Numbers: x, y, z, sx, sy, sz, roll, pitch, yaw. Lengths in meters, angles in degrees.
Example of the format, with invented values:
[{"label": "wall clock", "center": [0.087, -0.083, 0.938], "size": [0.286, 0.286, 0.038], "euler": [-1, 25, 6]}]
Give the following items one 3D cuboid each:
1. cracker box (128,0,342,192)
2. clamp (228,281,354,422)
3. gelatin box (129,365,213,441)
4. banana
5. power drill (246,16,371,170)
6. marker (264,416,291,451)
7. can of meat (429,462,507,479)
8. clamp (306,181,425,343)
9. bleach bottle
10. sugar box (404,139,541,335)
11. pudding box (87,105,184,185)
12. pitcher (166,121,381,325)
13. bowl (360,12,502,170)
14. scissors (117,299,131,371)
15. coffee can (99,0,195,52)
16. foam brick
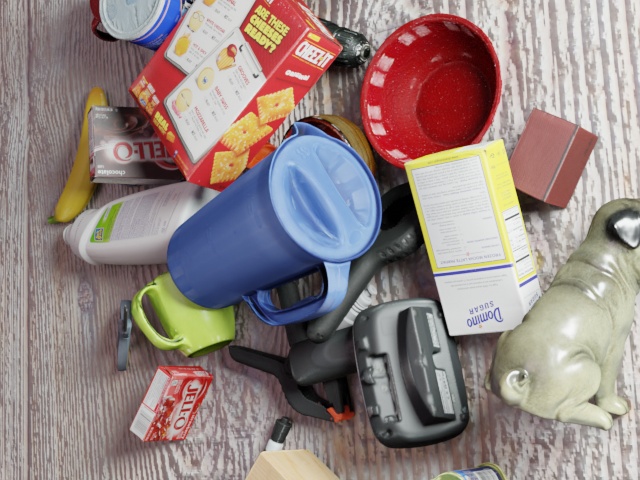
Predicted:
[{"label": "cracker box", "center": [-0.097, -0.186, 1.171], "size": [0.214, 0.072, 0.164], "euler": [-48, 55, 19]}, {"label": "clamp", "center": [-0.031, 0.138, 1.167], "size": [0.120, 0.039, 0.171], "euler": [-49, 60, 31]}, {"label": "gelatin box", "center": [-0.172, 0.189, 1.239], "size": [0.030, 0.073, 0.089], "euler": [32, 102, 33]}, {"label": "banana", "center": [-0.314, -0.102, 1.404], "size": [0.070, 0.037, 0.198], "euler": [29, 101, 35]}, {"label": "power drill", "center": [-0.039, -0.164, 1.204], "size": [0.185, 0.057, 0.188], "euler": [22, 94, 40]}, {"label": "marker", "center": [-0.060, 0.251, 1.183], "size": [0.020, 0.020, 0.121], "euler": [27, 100, 35]}, {"label": "can of meat", "center": [0.121, 0.255, 1.012], "size": [0.102, 0.083, 0.057], "euler": [-37, 64, 26]}, {"label": "clamp", "center": [0.055, 0.008, 1.092], "size": [0.210, 0.036, 0.164], "euler": [-34, 33, 22]}, {"label": "bleach bottle", "center": [-0.226, -0.019, 1.311], "size": [0.251, 0.068, 0.102], "euler": [-3, 57, 41]}, {"label": "sugar box", "center": [0.148, 0.000, 1.016], "size": [0.094, 0.048, 0.176], "euler": [-9, 102, 42]}, {"label": "pudding box", "center": [-0.224, -0.114, 1.297], "size": [0.039, 0.113, 0.090], "euler": [148, 119, -66]}, {"label": "pitcher", "center": [-0.057, 0.001, 1.103], "size": [0.243, 0.145, 0.149], "euler": [-28, 25, 50]}, {"label": "bowl", "center": [0.122, -0.145, 1.085], "size": [0.162, 0.055, 0.162], "euler": [-6, 80, 35]}, {"label": "scissors", "center": [-0.231, 0.088, 1.262], "size": [0.202, 0.016, 0.096], "euler": [109, 161, -56]}, {"label": "coffee can", "center": [-0.175, -0.270, 1.263], "size": [0.103, 0.140, 0.103], "euler": [-6, 80, 35]}, {"label": "foam brick", "center": [0.217, -0.077, 1.009], "size": [0.051, 0.052, 0.078], "euler": [29, 99, 35]}]
